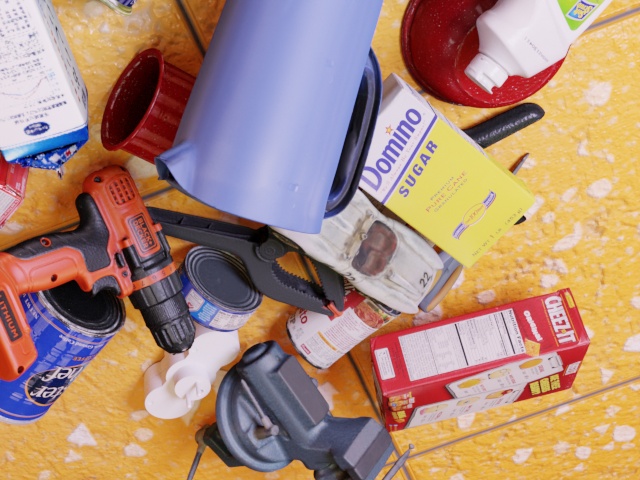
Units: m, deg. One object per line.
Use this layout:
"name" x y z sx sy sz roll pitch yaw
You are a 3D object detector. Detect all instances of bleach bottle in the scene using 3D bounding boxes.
"bleach bottle" 0.198 -0.226 0.830 0.102 0.068 0.251 35 98 -33

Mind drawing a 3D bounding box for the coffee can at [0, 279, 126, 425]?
"coffee can" -0.267 0.094 1.020 0.102 0.103 0.140 29 118 -30

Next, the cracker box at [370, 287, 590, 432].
"cracker box" 0.161 0.129 1.125 0.213 0.072 0.164 -14 156 -1

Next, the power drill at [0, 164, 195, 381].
"power drill" -0.209 0.047 0.930 0.057 0.187 0.184 -13 104 51

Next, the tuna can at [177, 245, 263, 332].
"tuna can" -0.100 0.047 1.027 0.086 0.086 0.034 22 123 -26

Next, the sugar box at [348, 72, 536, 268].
"sugar box" 0.099 -0.059 0.949 0.176 0.048 0.093 34 108 -28

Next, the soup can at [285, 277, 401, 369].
"soup can" 0.023 0.077 1.089 0.102 0.068 0.068 -39 126 21

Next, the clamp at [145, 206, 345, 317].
"clamp" -0.057 0.001 1.002 0.165 0.036 0.210 -27 117 23

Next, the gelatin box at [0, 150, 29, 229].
"gelatin box" -0.288 -0.035 0.928 0.030 0.073 0.089 33 116 -28

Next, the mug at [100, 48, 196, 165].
"mug" -0.134 -0.099 0.906 0.081 0.093 0.117 25 151 -34

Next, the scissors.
"scissors" 0.135 0.000 1.056 0.096 0.016 0.202 -18 143 -45

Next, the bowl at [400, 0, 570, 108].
"bowl" 0.153 -0.171 0.919 0.162 0.055 0.162 -5 129 -7

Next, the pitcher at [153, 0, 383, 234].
"pitcher" -0.020 -0.132 0.825 0.145 0.149 0.243 19 96 4

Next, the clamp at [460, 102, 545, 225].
"clamp" 0.127 -0.082 0.995 0.171 0.039 0.120 9 107 -13
